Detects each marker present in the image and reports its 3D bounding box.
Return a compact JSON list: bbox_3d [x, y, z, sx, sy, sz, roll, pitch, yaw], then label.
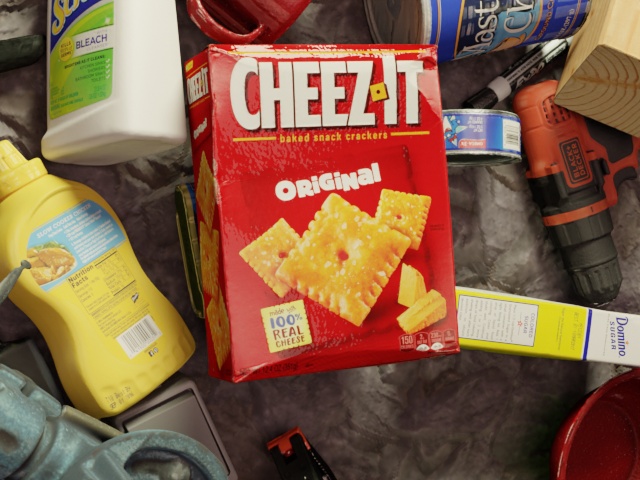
[{"bbox_3d":[0.160,-0.134,0.852,0.121,0.020,0.020,-38,101,-14],"label":"marker"}]

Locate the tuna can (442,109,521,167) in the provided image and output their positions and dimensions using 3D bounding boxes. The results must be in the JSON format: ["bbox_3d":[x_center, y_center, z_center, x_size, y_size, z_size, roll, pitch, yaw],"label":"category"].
[{"bbox_3d":[0.107,-0.076,0.800,0.086,0.086,0.034,1,88,-18],"label":"tuna can"}]

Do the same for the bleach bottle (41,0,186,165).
[{"bbox_3d":[-0.147,-0.183,0.723,0.067,0.103,0.251,2,81,-52],"label":"bleach bottle"}]

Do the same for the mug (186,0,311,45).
[{"bbox_3d":[-0.053,-0.181,0.743,0.081,0.093,0.117,38,49,-19],"label":"mug"}]

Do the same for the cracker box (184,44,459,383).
[{"bbox_3d":[0.003,-0.021,0.712,0.164,0.072,0.214,-4,90,-21],"label":"cracker box"}]

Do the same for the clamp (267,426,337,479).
[{"bbox_3d":[0.017,0.216,0.758,0.039,0.120,0.171,-34,96,-1],"label":"clamp"}]

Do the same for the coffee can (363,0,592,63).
[{"bbox_3d":[0.115,-0.189,0.794,0.140,0.103,0.103,-14,94,-18],"label":"coffee can"}]

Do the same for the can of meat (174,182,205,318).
[{"bbox_3d":[-0.055,0.001,0.764,0.083,0.057,0.102,-11,93,-16],"label":"can of meat"}]

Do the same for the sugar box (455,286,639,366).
[{"bbox_3d":[0.157,0.066,0.811,0.176,0.093,0.048,11,87,-17],"label":"sugar box"}]

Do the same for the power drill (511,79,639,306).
[{"bbox_3d":[0.259,-0.059,0.863,0.187,0.057,0.184,-20,96,-17],"label":"power drill"}]

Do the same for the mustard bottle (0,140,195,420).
[{"bbox_3d":[-0.167,0.019,0.719,0.096,0.058,0.191,-38,102,-44],"label":"mustard bottle"}]
